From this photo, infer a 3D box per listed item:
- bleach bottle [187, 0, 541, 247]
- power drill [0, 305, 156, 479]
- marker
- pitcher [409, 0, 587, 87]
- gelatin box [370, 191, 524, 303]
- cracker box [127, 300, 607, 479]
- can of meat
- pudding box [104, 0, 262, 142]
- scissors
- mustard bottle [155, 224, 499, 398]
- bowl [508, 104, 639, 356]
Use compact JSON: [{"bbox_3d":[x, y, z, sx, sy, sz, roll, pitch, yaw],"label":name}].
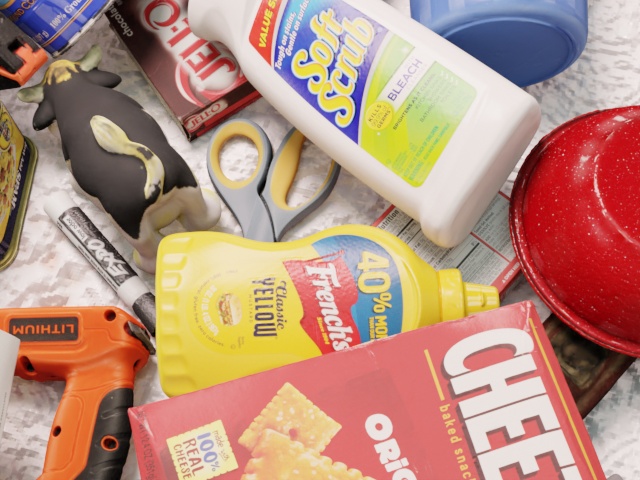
[{"bbox_3d":[0.003,-0.104,0.644,0.251,0.068,0.102,35,94,19],"label":"bleach bottle"},{"bbox_3d":[-0.169,0.133,0.597,0.184,0.057,0.187,-2,68,5],"label":"power drill"},{"bbox_3d":[-0.130,0.015,0.665,0.020,0.020,0.121,-40,70,-13],"label":"marker"},{"bbox_3d":[0.122,-0.225,0.705,0.149,0.145,0.243,-6,69,17],"label":"pitcher"},{"bbox_3d":[0.085,-0.002,0.654,0.089,0.030,0.073,39,75,17],"label":"gelatin box"},{"bbox_3d":[0.028,0.135,0.514,0.213,0.072,0.164,-15,58,-2],"label":"cracker box"},{"bbox_3d":[-0.220,-0.042,0.659,0.057,0.084,0.102,4,67,4],"label":"can of meat"},{"bbox_3d":[-0.081,-0.135,0.716,0.090,0.039,0.113,-33,68,-9],"label":"pudding box"},{"bbox_3d":[-0.054,0.001,0.669,0.096,0.016,0.201,24,70,15],"label":"scissors"},{"bbox_3d":[0.005,0.040,0.607,0.191,0.058,0.096,-3,77,2],"label":"mustard bottle"},{"bbox_3d":[0.190,-0.018,0.592,0.162,0.055,0.162,1,65,-2],"label":"bowl"}]
